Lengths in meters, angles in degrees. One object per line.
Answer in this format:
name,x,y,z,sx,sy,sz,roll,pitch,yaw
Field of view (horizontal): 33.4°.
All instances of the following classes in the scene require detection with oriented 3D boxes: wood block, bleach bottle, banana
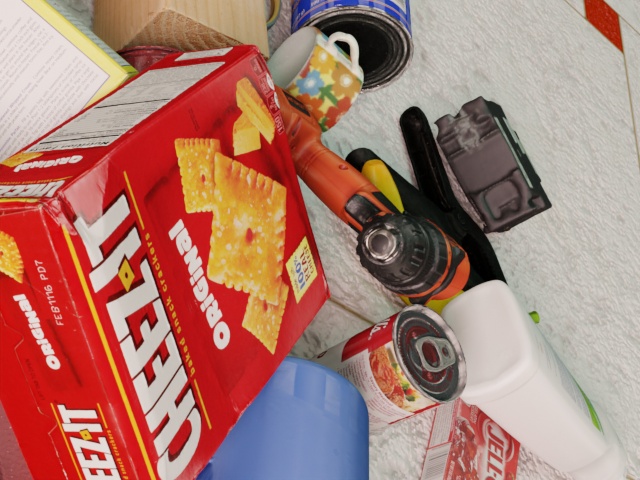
wood block,-0.105,-0.206,0.775,0.090,0.091,0.206,20,52,-38
bleach bottle,0.186,0.139,0.853,0.250,0.068,0.102,46,24,-37
banana,0.086,0.021,0.851,0.197,0.069,0.037,42,5,-18

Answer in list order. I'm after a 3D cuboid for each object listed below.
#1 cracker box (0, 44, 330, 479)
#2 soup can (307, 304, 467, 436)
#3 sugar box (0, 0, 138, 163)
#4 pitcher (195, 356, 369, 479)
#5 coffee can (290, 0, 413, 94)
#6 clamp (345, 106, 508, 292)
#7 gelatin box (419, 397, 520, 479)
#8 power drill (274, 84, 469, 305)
cracker box,-0.077,0.011,0.539,0.213,0.072,0.164,-51,132,-55
soup can,0.038,0.093,0.718,0.068,0.102,0.068,27,48,-34
sugar box,-0.198,-0.116,0.588,0.176,0.093,0.048,42,7,-4
pitcher,-0.040,0.178,0.557,0.145,0.149,0.242,7,47,0
coffee can,0.025,-0.210,0.910,0.102,0.103,0.140,27,48,-34
clamp,0.099,-0.012,0.904,0.210,0.036,0.164,61,30,1
gelatin box,0.115,0.170,0.808,0.073,0.030,0.089,42,41,-20
power drill,0.015,-0.030,0.730,0.188,0.057,0.184,44,6,18
